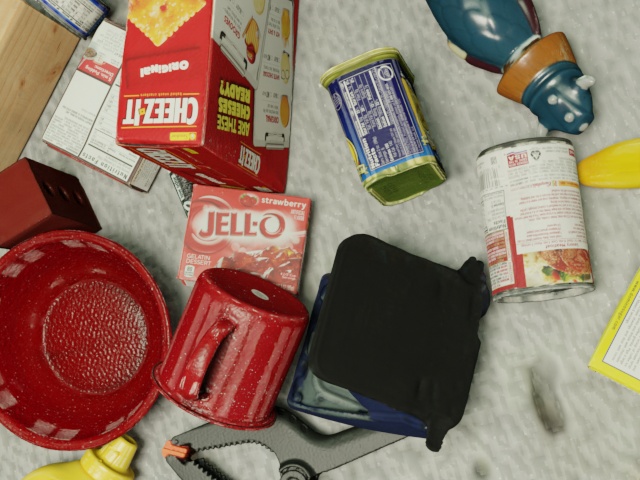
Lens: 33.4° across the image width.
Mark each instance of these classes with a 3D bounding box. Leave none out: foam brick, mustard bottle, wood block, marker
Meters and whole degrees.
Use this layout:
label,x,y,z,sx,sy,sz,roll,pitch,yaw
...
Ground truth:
label,x,y,z,sx,sy,sz,roll,pitch,yaw
foam brick,-0.217,-0.023,0.822,0.051,0.078,0.053,-30,75,11
mustard bottle,-0.197,0.224,0.789,0.096,0.058,0.191,36,93,19
wood block,-0.292,-0.100,0.848,0.091,0.090,0.206,28,90,19
marker,-0.091,-0.014,0.815,0.020,0.020,0.121,-26,76,11

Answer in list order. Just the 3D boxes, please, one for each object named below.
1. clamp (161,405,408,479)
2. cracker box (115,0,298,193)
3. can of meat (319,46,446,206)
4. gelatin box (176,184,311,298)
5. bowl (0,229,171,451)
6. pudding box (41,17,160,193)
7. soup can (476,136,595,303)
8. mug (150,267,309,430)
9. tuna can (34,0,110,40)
label,x,y,z,sx,sy,sz,roll,pitch,yaw
clamp,-0.012,0.182,0.754,0.210,0.036,0.164,5,83,13
cracker box,-0.074,-0.152,0.755,0.072,0.164,0.214,2,82,17
can of meat,0.047,-0.076,0.743,0.057,0.102,0.084,-22,79,11
gelatin box,-0.055,0.001,0.783,0.089,0.030,0.073,8,76,2
bowl,-0.180,0.074,0.803,0.162,0.055,0.162,-1,88,12
pudding box,-0.153,-0.106,0.837,0.090,0.039,0.113,27,92,17
soup can,0.144,-0.012,0.722,0.068,0.068,0.102,-8,79,14
mug,-0.062,0.072,0.715,0.093,0.117,0.081,26,103,15
tuna can,-0.208,-0.199,0.841,0.086,0.086,0.034,42,93,17
